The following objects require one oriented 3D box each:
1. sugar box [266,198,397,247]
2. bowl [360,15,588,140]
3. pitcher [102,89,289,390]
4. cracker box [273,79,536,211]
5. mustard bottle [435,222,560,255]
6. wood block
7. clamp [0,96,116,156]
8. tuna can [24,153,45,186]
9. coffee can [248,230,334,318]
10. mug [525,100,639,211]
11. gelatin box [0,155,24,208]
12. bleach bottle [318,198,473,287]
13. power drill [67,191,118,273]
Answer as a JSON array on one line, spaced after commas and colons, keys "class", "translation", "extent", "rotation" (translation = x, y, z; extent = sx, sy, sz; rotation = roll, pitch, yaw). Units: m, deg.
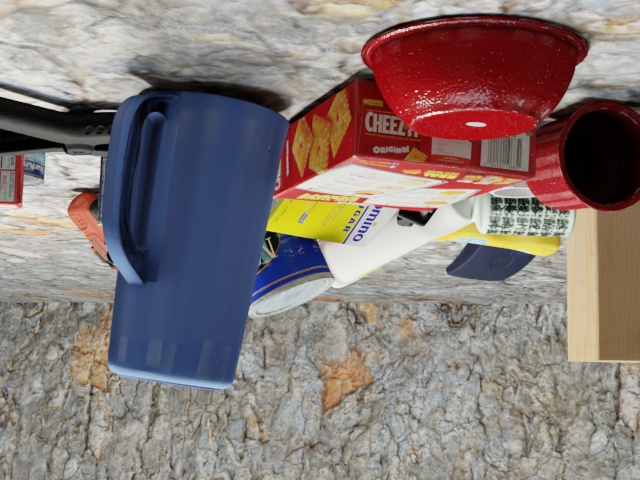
[{"class": "sugar box", "translation": [0.013, -0.045, 1.125], "extent": [0.175, 0.048, 0.093], "rotation": [11, 126, -48]}, {"class": "bowl", "translation": [0.109, -0.108, 0.764], "extent": [0.162, 0.055, 0.162], "rotation": [1, 172, 0]}, {"class": "pitcher", "translation": [-0.115, -0.001, 0.901], "extent": [0.149, 0.243, 0.145], "rotation": [10, 172, -11]}, {"class": "cracker box", "translation": [0.065, -0.078, 0.942], "extent": [0.164, 0.072, 0.214], "rotation": [5, 173, -20]}, {"class": "mustard bottle", "translation": [0.202, -0.021, 1.357], "extent": [0.191, 0.058, 0.096], "rotation": [8, -176, -12]}, {"class": "wood block", "translation": [0.347, 0.039, 1.255], "extent": [0.090, 0.206, 0.090], "rotation": [2, 173, -10]}, {"class": "clamp", "translation": [-0.223, -0.099, 0.960], "extent": [0.209, 0.036, 0.165], "rotation": [1, 173, -12]}, {"class": "tuna can", "translation": [-0.336, -0.080, 1.132], "extent": [0.086, 0.034, 0.086], "rotation": [1, 172, 0]}, {"class": "coffee can", "translation": [-0.058, 0.001, 1.183], "extent": [0.102, 0.140, 0.103], "rotation": [-22, 166, -6]}, {"class": "mug", "translation": [0.236, -0.075, 0.923], "extent": [0.117, 0.093, 0.082], "rotation": [-34, -173, -15]}, {"class": "gelatin box", "translation": [-0.341, -0.070, 1.063], "extent": [0.089, 0.073, 0.030], "rotation": [1, 174, -4]}, {"class": "bleach bottle", "translation": [0.108, -0.018, 1.265], "extent": [0.102, 0.068, 0.251], "rotation": [-29, -178, -44]}, {"class": "power drill", "translation": [-0.217, 0.003, 1.350], "extent": [0.188, 0.057, 0.184], "rotation": [-15, 123, 47]}]
